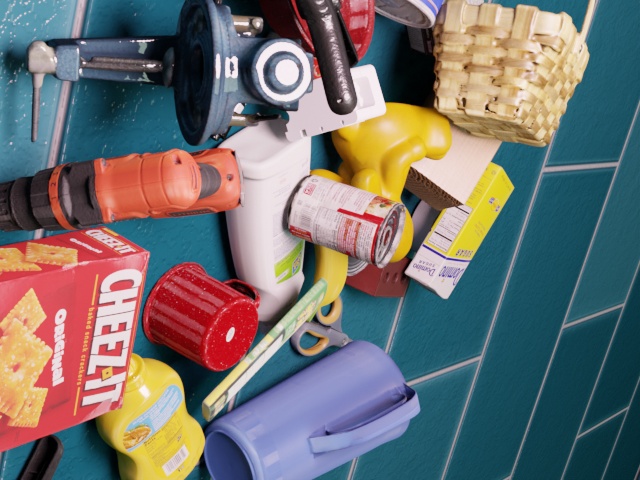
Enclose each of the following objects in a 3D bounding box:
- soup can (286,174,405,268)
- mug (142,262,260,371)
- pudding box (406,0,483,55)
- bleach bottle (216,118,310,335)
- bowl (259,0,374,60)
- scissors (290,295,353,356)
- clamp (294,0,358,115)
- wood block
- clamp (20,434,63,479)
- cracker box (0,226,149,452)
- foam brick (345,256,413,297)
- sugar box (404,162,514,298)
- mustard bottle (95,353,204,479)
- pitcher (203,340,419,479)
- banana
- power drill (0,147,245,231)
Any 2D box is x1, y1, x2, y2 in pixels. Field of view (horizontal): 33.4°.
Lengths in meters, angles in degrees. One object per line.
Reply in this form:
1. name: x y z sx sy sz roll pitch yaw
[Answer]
1. soup can: 0.026 -0.020 1.071 0.068 0.102 0.068 -52 153 -41
2. mug: -0.109 0.075 1.079 0.117 0.082 0.093 -30 134 -42
3. pudding box: 0.143 -0.284 1.241 0.113 0.039 0.090 -51 145 -25
4. bleach bottle: -0.057 0.001 1.123 0.102 0.068 0.251 -38 142 -41
5. bowl: -0.012 -0.237 0.997 0.161 0.055 0.162 15 72 -55
6. scissors: 0.028 0.109 1.367 0.201 0.016 0.096 7 106 -57
7. clamp: 0.000 -0.198 0.895 0.120 0.039 0.171 -92 167 -70
8. wood block: 0.175 -0.149 1.302 0.206 0.090 0.090 -58 -168 -11
9. clamp: -0.310 0.293 0.980 0.164 0.036 0.210 -19 127 -49
10. cracker box: -0.250 0.087 0.893 0.213 0.072 0.164 -13 123 -52
11. foam brick: 0.075 0.039 1.351 0.078 0.051 0.053 4 108 -56
12. sugar box: 0.180 -0.014 1.368 0.176 0.048 0.093 -61 155 -2
13. mustard bottle: -0.177 0.175 1.072 0.096 0.058 0.191 -43 142 -27
14. pitcher: -0.009 0.219 1.259 0.242 0.145 0.149 -22 149 -40
15. banana: -0.001 -0.004 1.201 0.069 0.037 0.198 -35 126 -44
16. power drill: -0.158 -0.040 0.886 0.187 0.185 0.057 -19 102 -70
